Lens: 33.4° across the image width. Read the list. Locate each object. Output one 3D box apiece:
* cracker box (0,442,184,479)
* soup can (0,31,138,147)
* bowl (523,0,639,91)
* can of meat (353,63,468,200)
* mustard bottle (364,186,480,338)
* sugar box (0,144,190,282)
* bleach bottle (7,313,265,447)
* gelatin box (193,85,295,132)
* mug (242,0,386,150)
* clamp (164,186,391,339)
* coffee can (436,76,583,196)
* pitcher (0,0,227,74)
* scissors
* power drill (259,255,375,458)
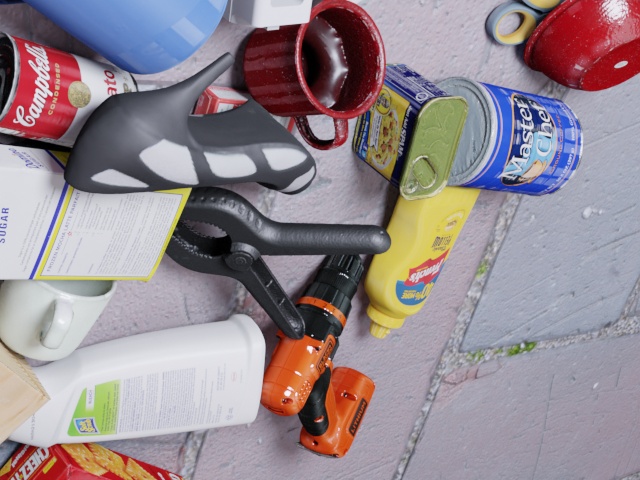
[{"bbox_3d":[-0.232,0.281,1.020,0.164,0.072,0.213,-48,139,2],"label":"cracker box"},{"bbox_3d":[-0.190,-0.103,0.763,0.102,0.069,0.068,11,113,-44],"label":"soup can"},{"bbox_3d":[0.282,-0.194,1.039,0.162,0.055,0.162,-20,159,-8],"label":"bowl"},{"bbox_3d":[0.079,-0.101,0.973,0.057,0.084,0.102,-10,126,-34],"label":"can of meat"},{"bbox_3d":[0.093,0.018,1.094,0.096,0.058,0.192,-8,128,-52],"label":"mustard bottle"},{"bbox_3d":[-0.189,-0.018,0.793,0.175,0.048,0.093,6,118,-45],"label":"sugar box"},{"bbox_3d":[-0.177,0.126,0.939,0.250,0.068,0.103,-3,113,-25],"label":"bleach bottle"},{"bbox_3d":[-0.069,-0.090,0.901,0.089,0.030,0.073,-1,123,-39],"label":"gelatin box"},{"bbox_3d":[-0.006,-0.130,0.857,0.093,0.082,0.117,-23,106,-37],"label":"mug"},{"bbox_3d":[-0.056,0.001,0.905,0.209,0.036,0.165,30,133,-22],"label":"clamp"},{"bbox_3d":[0.173,-0.098,1.038,0.140,0.103,0.103,4,118,-41],"label":"coffee can"},{"bbox_3d":[-0.174,-0.203,0.669,0.242,0.149,0.145,38,79,-51],"label":"pitcher"},{"bbox_3d":[0.233,-0.211,1.060,0.096,0.016,0.201,-48,139,13],"label":"scissors"},{"bbox_3d":[0.007,0.122,1.080,0.184,0.057,0.187,-61,151,-27],"label":"power drill"}]
